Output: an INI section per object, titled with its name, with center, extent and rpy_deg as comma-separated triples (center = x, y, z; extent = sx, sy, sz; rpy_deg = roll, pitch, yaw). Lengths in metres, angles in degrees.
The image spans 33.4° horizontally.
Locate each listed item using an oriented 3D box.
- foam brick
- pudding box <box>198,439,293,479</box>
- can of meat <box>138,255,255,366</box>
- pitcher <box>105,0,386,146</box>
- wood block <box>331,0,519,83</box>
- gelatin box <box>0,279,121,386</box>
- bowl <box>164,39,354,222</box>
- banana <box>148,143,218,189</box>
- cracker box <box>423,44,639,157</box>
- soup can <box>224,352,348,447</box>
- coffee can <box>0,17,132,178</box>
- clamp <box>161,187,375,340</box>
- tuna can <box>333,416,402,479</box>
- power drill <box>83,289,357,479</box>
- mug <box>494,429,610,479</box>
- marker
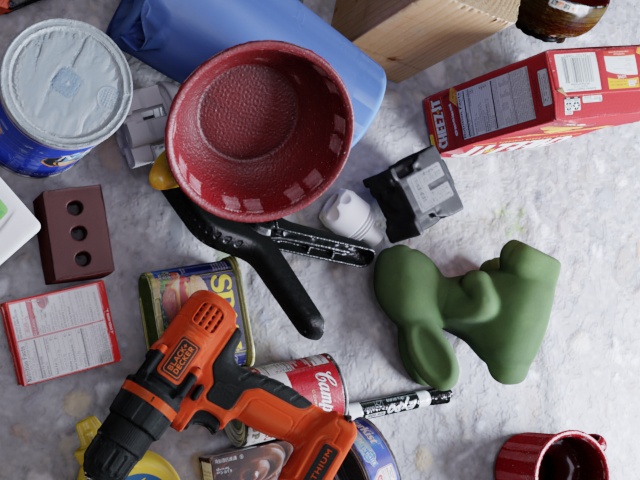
[foam brick]
center = -0.213, -0.004, 0.918
extent = 0.052, 0.051, 0.078
rpy_deg = -9, 88, -25
[pudding box]
center = -0.049, 0.229, 0.971
extent = 0.113, 0.039, 0.090
rpy_deg = -8, 88, -25
[can of meat]
center = -0.112, 0.070, 0.953
extent = 0.083, 0.058, 0.102
rpy_deg = -9, 87, -23
[pitcher]
center = -0.061, -0.183, 0.977
extent = 0.242, 0.145, 0.149
rpy_deg = 31, 87, -22
[wood block]
center = 0.094, -0.226, 1.001
extent = 0.090, 0.206, 0.090
rpy_deg = 17, 77, -22
[gelatin box]
center = -0.223, 0.079, 0.915
extent = 0.089, 0.030, 0.073
rpy_deg = -13, 91, -25
[bowl]
center = -0.055, -0.098, 0.902
extent = 0.162, 0.055, 0.162
rpy_deg = -7, 119, -14
[banana]
center = -0.080, -0.073, 0.973
extent = 0.197, 0.037, 0.070
rpy_deg = -1, 40, -42
[cracker box]
center = 0.227, -0.134, 1.047
extent = 0.164, 0.214, 0.072
rpy_deg = -8, 89, -25
[soup can]
center = -0.035, 0.145, 0.973
extent = 0.102, 0.069, 0.068
rpy_deg = -9, 87, -25
[coffee can]
center = -0.222, -0.113, 0.878
extent = 0.102, 0.141, 0.103
rpy_deg = 3, 82, -25
[clamp]
center = -0.056, 0.001, 0.955
extent = 0.210, 0.036, 0.164
rpy_deg = 30, 30, -2
[tuna can]
center = 0.039, 0.209, 0.989
extent = 0.033, 0.086, 0.086
rpy_deg = -21, 93, -24
[power drill]
center = -0.078, 0.160, 0.884
extent = 0.187, 0.057, 0.184
rpy_deg = 36, 72, -7
[mug]
center = 0.239, 0.230, 1.080
extent = 0.117, 0.082, 0.093
rpy_deg = -33, 97, -24
[marker]
center = 0.077, 0.160, 1.049
extent = 0.120, 0.020, 0.020
rpy_deg = -7, 86, -25
